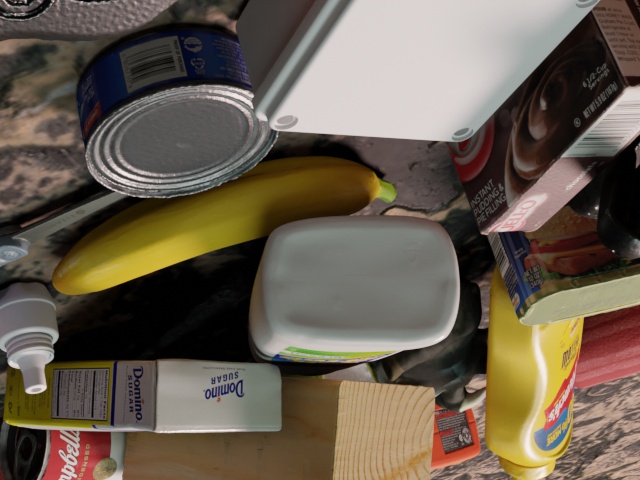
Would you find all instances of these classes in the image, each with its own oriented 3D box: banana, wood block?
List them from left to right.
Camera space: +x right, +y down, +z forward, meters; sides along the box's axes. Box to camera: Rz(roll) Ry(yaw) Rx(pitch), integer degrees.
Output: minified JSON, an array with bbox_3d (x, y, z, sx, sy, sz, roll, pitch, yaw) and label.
[{"bbox_3d":[-0.051,-0.009,0.567,0.197,0.037,0.069,-14,152,-5],"label":"banana"},{"bbox_3d":[-0.034,0.135,0.713,0.207,0.090,0.090,-4,168,45],"label":"wood block"}]

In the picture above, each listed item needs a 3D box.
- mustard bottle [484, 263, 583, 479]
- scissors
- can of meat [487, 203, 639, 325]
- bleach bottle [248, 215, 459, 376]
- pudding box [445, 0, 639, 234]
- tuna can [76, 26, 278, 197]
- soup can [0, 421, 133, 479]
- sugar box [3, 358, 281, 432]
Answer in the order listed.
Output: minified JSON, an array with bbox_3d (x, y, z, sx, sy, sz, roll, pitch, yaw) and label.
[{"bbox_3d":[0.147,0.096,0.741,0.096,0.058,0.192,-42,139,-48],"label":"mustard bottle"},{"bbox_3d":[-0.166,0.012,0.568,0.201,0.016,0.096,-16,156,0],"label":"scissors"},{"bbox_3d":[0.154,-0.001,0.647,0.102,0.084,0.057,-12,154,-8],"label":"can of meat"},{"bbox_3d":[0.008,0.047,0.642,0.102,0.068,0.251,0,167,-5],"label":"bleach bottle"},{"bbox_3d":[0.097,-0.068,0.474,0.039,0.090,0.114,-2,150,-31],"label":"pudding box"},{"bbox_3d":[-0.063,-0.055,0.472,0.086,0.034,0.086,-13,154,-7],"label":"tuna can"},{"bbox_3d":[-0.170,0.147,0.772,0.102,0.068,0.069,11,143,-43],"label":"soup can"},{"bbox_3d":[-0.114,0.096,0.662,0.093,0.048,0.177,9,166,-43],"label":"sugar box"}]
